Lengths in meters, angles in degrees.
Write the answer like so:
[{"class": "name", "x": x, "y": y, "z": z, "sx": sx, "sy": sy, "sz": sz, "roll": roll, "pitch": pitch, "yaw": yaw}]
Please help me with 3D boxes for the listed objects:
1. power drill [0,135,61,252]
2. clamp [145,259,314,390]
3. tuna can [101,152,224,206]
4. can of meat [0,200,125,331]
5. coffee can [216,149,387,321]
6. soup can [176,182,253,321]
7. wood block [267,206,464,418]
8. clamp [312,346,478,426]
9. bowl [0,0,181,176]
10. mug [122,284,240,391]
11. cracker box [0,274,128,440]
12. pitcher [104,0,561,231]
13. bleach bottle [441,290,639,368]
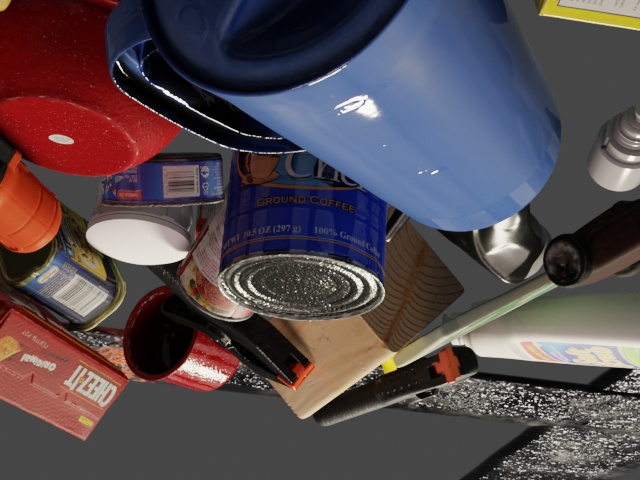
[{"class": "power drill", "x": -0.266, "y": -0.069, "z": 0.645, "sx": 0.188, "sy": 0.057, "sz": 0.184, "roll": 23, "pitch": 162, "yaw": 32}, {"class": "clamp", "x": -0.083, "y": 0.063, "z": 0.892, "sx": 0.172, "sy": 0.039, "sz": 0.120, "roll": 26, "pitch": 161, "yaw": 26}, {"class": "tuna can", "x": -0.110, "y": -0.043, "z": 0.745, "sx": 0.086, "sy": 0.034, "sz": 0.086, "roll": -1, "pitch": -173, "yaw": 0}, {"class": "can of meat", "x": -0.210, "y": 0.011, "z": 0.842, "sx": 0.057, "sy": 0.102, "sz": 0.083, "roll": -38, "pitch": 140, "yaw": 8}, {"class": "coffee can", "x": -0.008, "y": -0.033, "z": 0.672, "sx": 0.103, "sy": 0.140, "sz": 0.103, "roll": 3, "pitch": 154, "yaw": 1}, {"class": "soup can", "x": -0.055, "y": 0.001, "z": 0.793, "sx": 0.068, "sy": 0.068, "sz": 0.102, "roll": 18, "pitch": 124, "yaw": -26}, {"class": "wood block", "x": 0.021, "y": 0.068, "z": 0.899, "sx": 0.090, "sy": 0.090, "sz": 0.206, "roll": 50, "pitch": 149, "yaw": 4}, {"class": "clamp", "x": 0.077, "y": 0.130, "z": 0.962, "sx": 0.164, "sy": 0.036, "sz": 0.210, "roll": -18, "pitch": 170, "yaw": -8}, {"class": "bowl", "x": -0.151, "y": -0.085, "z": 0.648, "sx": 0.162, "sy": 0.055, "sz": 0.162, "roll": 7, "pitch": 155, "yaw": 3}, {"class": "mug", "x": -0.121, "y": 0.090, "z": 1.025, "sx": 0.117, "sy": 0.093, "sz": 0.081, "roll": -46, "pitch": 142, "yaw": 11}, {"class": "cracker box", "x": -0.277, "y": 0.057, "z": 0.866, "sx": 0.214, "sy": 0.072, "sz": 0.164, "roll": 31, "pitch": 171, "yaw": 34}, {"class": "pitcher", "x": 0.025, "y": -0.084, "z": 0.513, "sx": 0.149, "sy": 0.145, "sz": 0.242, "roll": 29, "pitch": 178, "yaw": 31}, {"class": "bleach bottle", "x": 0.238, "y": 0.082, "z": 0.971, "sx": 0.251, "sy": 0.068, "sz": 0.102, "roll": -2, "pitch": 158, "yaw": 18}]
